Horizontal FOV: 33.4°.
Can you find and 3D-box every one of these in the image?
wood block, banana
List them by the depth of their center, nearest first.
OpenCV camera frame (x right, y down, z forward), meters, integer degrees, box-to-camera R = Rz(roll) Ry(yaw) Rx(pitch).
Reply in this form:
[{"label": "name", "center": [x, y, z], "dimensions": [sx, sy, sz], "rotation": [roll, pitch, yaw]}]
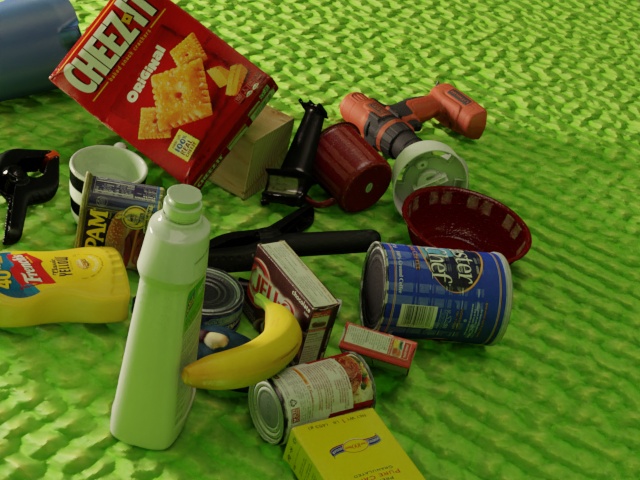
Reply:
[{"label": "banana", "center": [-0.060, 0.099, 0.976], "dimensions": [0.070, 0.037, 0.197], "rotation": [10, 18, 13]}, {"label": "wood block", "center": [-0.148, -0.147, 1.363], "dimensions": [0.206, 0.090, 0.090], "rotation": [28, 36, 20]}]

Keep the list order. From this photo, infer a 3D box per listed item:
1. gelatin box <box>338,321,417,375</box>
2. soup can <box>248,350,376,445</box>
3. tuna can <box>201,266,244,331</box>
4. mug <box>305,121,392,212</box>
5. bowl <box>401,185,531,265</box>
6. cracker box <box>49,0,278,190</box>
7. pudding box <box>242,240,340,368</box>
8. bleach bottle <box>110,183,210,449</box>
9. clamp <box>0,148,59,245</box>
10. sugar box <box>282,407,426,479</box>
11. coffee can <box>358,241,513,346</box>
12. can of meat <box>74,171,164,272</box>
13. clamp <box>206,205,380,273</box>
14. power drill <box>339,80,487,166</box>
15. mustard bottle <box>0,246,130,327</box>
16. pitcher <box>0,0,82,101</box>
[{"label": "gelatin box", "center": [0.058, 0.109, 1.074], "dimensions": [0.073, 0.030, 0.089], "rotation": [17, -9, 7]}, {"label": "soup can", "center": [-0.008, 0.148, 1.002], "dimensions": [0.102, 0.068, 0.069], "rotation": [-11, 41, -31]}, {"label": "tuna can", "center": [-0.123, 0.064, 1.114], "dimensions": [0.086, 0.034, 0.086], "rotation": [9, 34, -7]}, {"label": "mug", "center": [0.027, -0.083, 1.345], "dimensions": [0.117, 0.093, 0.082], "rotation": [-34, 56, -12]}, {"label": "bowl", "center": [0.171, 0.000, 1.294], "dimensions": [0.162, 0.055, 0.162], "rotation": [9, 34, -7]}, {"label": "cracker box", "center": [-0.183, -0.184, 1.255], "dimensions": [0.214, 0.164, 0.072], "rotation": [38, -1, 6]}, {"label": "pudding box", "center": [-0.032, 0.068, 1.090], "dimensions": [0.039, 0.090, 0.114], "rotation": [-13, 42, -35]}, {"label": "bleach bottle", "center": [-0.131, 0.060, 0.920], "dimensions": [0.068, 0.251, 0.102], "rotation": [15, 34, 1]}, {"label": "clamp", "center": [-0.358, -0.067, 1.204], "dimensions": [0.120, 0.039, 0.171], "rotation": [37, 29, -7]}, {"label": "sugar box", "center": [0.049, 0.227, 0.926], "dimensions": [0.093, 0.048, 0.176], "rotation": [-10, 39, -31]}, {"label": "coffee can", "center": [0.122, 0.058, 1.149], "dimensions": [0.140, 0.103, 0.103], "rotation": [5, 35, -12]}, {"label": "can of meat", "center": [-0.215, -0.017, 1.139], "dimensions": [0.084, 0.102, 0.057], "rotation": [10, 35, -11]}, {"label": "clamp", "center": [-0.058, 0.001, 1.208], "dimensions": [0.209, 0.036, 0.165], "rotation": [-12, 17, -20]}, {"label": "power drill", "center": [0.146, -0.166, 1.525], "dimensions": [0.187, 0.057, 0.185], "rotation": [-13, 42, -35]}, {"label": "mustard bottle", "center": [-0.291, 0.047, 1.057], "dimensions": [0.191, 0.058, 0.096], "rotation": [-2, 36, -22]}, {"label": "pitcher", "center": [-0.436, -0.234, 1.370], "dimensions": [0.242, 0.149, 0.145], "rotation": [-25, 64, -39]}]
